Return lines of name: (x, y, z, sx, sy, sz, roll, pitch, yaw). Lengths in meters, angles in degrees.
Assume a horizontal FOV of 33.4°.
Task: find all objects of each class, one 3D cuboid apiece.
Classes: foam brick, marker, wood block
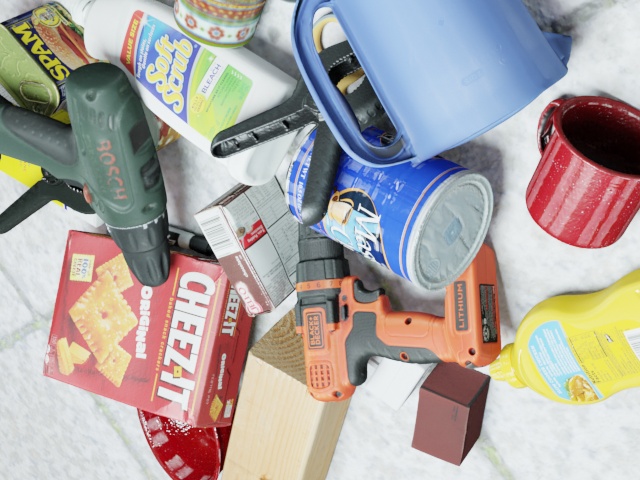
foam brick: (0.123, 0.162, 1.005, 0.053, 0.051, 0.078, 21, 127, 22)
marker: (-0.159, -0.006, 1.119, 0.121, 0.020, 0.020, 16, 125, 26)
wood block: (-0.032, 0.185, 1.101, 0.091, 0.090, 0.206, 28, 129, 17)

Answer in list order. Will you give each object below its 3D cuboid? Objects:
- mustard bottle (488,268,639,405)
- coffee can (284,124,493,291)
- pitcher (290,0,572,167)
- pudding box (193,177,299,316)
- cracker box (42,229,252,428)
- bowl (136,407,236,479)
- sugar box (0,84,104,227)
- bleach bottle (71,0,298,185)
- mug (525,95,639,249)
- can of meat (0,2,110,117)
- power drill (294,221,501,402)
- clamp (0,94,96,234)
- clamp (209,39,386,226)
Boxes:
mustard bottle: (0.221, 0.089, 0.887, 0.192, 0.058, 0.096, -23, 105, 41)
coffee can: (0.055, -0.033, 0.877, 0.140, 0.102, 0.103, 29, 131, 35)
pitcher: (0.057, -0.181, 0.781, 0.145, 0.149, 0.243, -28, 96, 42)
pudding box: (-0.057, 0.001, 1.005, 0.039, 0.089, 0.113, -16, 107, 38)
cracker box: (-0.180, 0.088, 1.110, 0.214, 0.072, 0.164, 12, 91, 30)
bowl: (-0.141, 0.196, 1.189, 0.162, 0.055, 0.162, 24, 123, 43)
sugar box: (-0.291, -0.096, 1.137, 0.176, 0.048, 0.093, 30, 130, 17)
bleach bottle: (-0.133, -0.152, 0.961, 0.251, 0.068, 0.103, 32, 102, 24)
mug: (0.198, -0.056, 0.803, 0.117, 0.093, 0.082, 58, 147, 35)
can of meat: (-0.268, -0.177, 1.045, 0.102, 0.083, 0.058, 49, 133, 0)
power drill: (0.062, 0.048, 0.950, 0.188, 0.057, 0.184, -8, 86, 32)
clamp: (-0.268, -0.066, 1.082, 0.210, 0.036, 0.165, 13, 117, 19)
clamp: (-0.007, -0.103, 0.855, 0.120, 0.171, 0.039, 29, 166, 20)
